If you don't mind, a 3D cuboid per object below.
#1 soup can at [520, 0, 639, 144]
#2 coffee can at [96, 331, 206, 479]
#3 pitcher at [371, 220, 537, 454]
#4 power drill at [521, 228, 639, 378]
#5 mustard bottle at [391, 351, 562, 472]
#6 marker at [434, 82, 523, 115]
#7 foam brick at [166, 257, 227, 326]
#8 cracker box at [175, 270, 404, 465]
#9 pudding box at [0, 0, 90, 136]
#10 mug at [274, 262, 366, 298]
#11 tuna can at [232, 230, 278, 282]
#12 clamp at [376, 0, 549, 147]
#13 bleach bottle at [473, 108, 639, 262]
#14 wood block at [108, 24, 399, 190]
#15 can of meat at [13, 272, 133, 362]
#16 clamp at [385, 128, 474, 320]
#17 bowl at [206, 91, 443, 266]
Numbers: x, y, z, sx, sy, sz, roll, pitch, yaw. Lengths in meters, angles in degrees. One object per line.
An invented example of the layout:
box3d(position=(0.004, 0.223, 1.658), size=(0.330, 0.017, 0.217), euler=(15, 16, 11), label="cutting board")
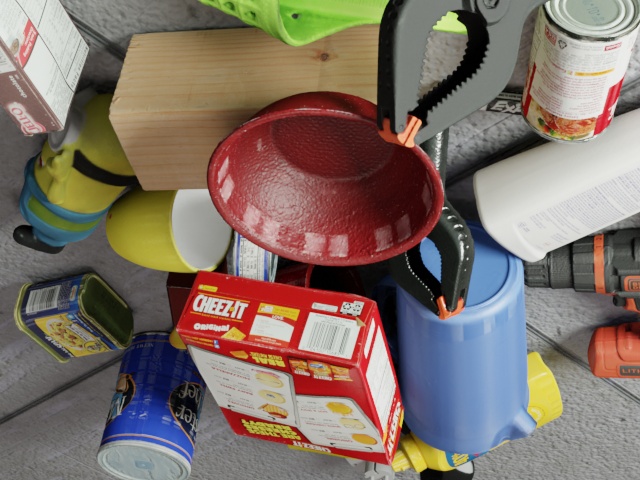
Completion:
box3d(position=(0.180, -0.126, 0.744), size=(0.068, 0.068, 0.102), euler=(5, 144, 5), label="soup can")
box3d(position=(-0.183, 0.187, 1.189), size=(0.103, 0.140, 0.103), euler=(6, 144, 4), label="coffee can")
box3d(position=(0.123, 0.086, 0.999), size=(0.149, 0.145, 0.243), euler=(-7, 144, 4), label="pitcher")
box3d(position=(0.280, 0.061, 0.992), size=(0.185, 0.057, 0.187), euler=(-1, 145, 19), label="power drill")
box3d(position=(0.159, 0.193, 1.129), size=(0.191, 0.058, 0.096), euler=(-26, 139, -2), label="mustard bottle")
box3d(position=(0.146, -0.106, 0.820), size=(0.121, 0.020, 0.020), euler=(7, 144, 1), label="marker")
box3d(position=(-0.121, 0.047, 1.057), size=(0.051, 0.053, 0.078), euler=(6, 144, 3), label="foam brick")
box3d(position=(-0.019, 0.118, 0.963), size=(0.164, 0.072, 0.213), euler=(9, 149, 18), label="cracker box")
box3d(position=(-0.217, -0.146, 0.778), size=(0.039, 0.090, 0.113), euler=(-6, 142, 16), label="pudding box")
box3d(position=(-0.007, 0.062, 1.038), size=(0.082, 0.093, 0.117), euler=(-16, 175, 37), label="mug")
box3d(position=(-0.056, 0.001, 0.953), size=(0.034, 0.086, 0.086), euler=(5, 144, 2), label="tuna can")
box3d(position=(0.104, -0.148, 0.654), size=(0.164, 0.210, 0.036), euler=(22, -177, -26), label="clamp")
box3d(position=(0.250, -0.061, 0.824), size=(0.251, 0.068, 0.102), euler=(-23, 150, 30), label="bleach bottle")
box3d(position=(-0.041, -0.100, 0.805), size=(0.206, 0.090, 0.090), euler=(0, 143, 12), label="wood block")
box3d(position=(-0.258, 0.081, 1.130), size=(0.084, 0.057, 0.102), euler=(-12, 141, 22), label="can of meat")
box3d(position=(0.083, -0.024, 0.856), size=(0.039, 0.171, 0.120), euler=(-21, 168, -47), label="clamp")
box3d(position=(0.005, -0.051, 0.737), size=(0.162, 0.055, 0.162), euler=(5, 143, 4), label="bowl")
